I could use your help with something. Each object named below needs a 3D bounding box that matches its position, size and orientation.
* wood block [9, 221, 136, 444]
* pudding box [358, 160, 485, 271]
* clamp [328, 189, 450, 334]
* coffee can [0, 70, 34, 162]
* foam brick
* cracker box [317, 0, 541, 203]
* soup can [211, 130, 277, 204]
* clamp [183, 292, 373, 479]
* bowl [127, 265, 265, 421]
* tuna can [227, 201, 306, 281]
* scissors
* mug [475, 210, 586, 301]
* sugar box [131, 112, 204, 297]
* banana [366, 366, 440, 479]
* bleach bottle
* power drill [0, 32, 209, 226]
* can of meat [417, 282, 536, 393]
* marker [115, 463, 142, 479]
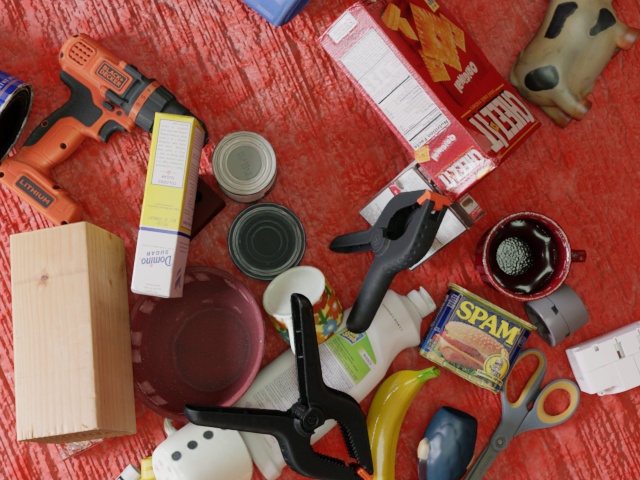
[{"bbox_3d":[-0.250,0.096,1.077,0.091,0.090,0.206,-10,75,13],"label":"wood block"},{"bbox_3d":[0.104,-0.029,1.118,0.090,0.114,0.039,48,52,-1],"label":"pudding box"},{"bbox_3d":[0.065,0.000,1.088,0.039,0.120,0.172,15,127,-38],"label":"clamp"},{"bbox_3d":[-0.385,-0.148,1.105,0.140,0.103,0.103,27,87,-1],"label":"coffee can"},{"bbox_3d":[-0.146,-0.030,1.135,0.053,0.051,0.078,44,87,0],"label":"foam brick"},{"bbox_3d":[0.118,-0.162,1.094,0.214,0.164,0.072,50,125,1],"label":"cracker box"},{"bbox_3d":[-0.079,-0.075,1.114,0.068,0.102,0.068,0,88,-2],"label":"soup can"},{"bbox_3d":[-0.012,0.165,1.069,0.209,0.036,0.164,41,83,-23],"label":"clamp"},{"bbox_3d":[-0.124,0.110,1.114,0.162,0.055,0.162,-5,75,17],"label":"bowl"},{"bbox_3d":[-0.058,0.001,1.147,0.086,0.034,0.086,0,88,-2],"label":"tuna can"},{"bbox_3d":[0.215,0.218,1.158,0.096,0.016,0.202,20,87,-1],"label":"scissors"},{"bbox_3d":[0.222,0.017,1.133,0.117,0.081,0.093,-3,88,-2],"label":"mug"},{"bbox_3d":[-0.151,-0.032,1.062,0.048,0.093,0.176,10,87,1],"label":"sugar box"},{"bbox_3d":[0.072,0.219,1.131,0.037,0.070,0.198,10,95,-34],"label":"banana"},{"bbox_3d":[0.019,0.140,1.132,0.250,0.068,0.102,-35,90,-5],"label":"bleach bottle"},{"bbox_3d":[-0.237,-0.101,1.133,0.184,0.057,0.187,36,84,3],"label":"power drill"},{"bbox_3d":[0.165,0.105,1.141,0.102,0.057,0.084,28,90,0],"label":"can of meat"},{"bbox_3d":[-0.237,0.288,1.137,0.020,0.020,0.121,43,87,0],"label":"marker"}]
